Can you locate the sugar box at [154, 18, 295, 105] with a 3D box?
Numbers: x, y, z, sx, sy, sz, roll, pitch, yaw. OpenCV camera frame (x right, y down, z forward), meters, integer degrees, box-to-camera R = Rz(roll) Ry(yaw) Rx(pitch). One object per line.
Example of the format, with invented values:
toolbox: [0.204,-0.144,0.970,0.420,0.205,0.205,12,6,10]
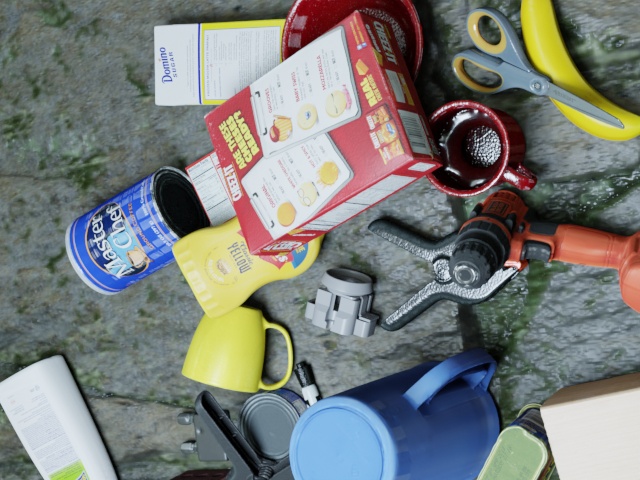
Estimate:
sugar box: [-0.104,-0.198,1.200,0.176,0.048,0.093,5,98,30]

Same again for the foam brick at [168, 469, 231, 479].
foam brick: [-0.136,0.303,1.266,0.078,0.052,0.051,-8,92,26]

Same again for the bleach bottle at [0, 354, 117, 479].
bleach bottle: [-0.319,0.277,1.351,0.103,0.068,0.251,-29,84,26]

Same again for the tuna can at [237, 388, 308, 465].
tuna can: [-0.051,0.213,1.223,0.086,0.033,0.086,3,97,26]

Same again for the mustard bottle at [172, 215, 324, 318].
mustard bottle: [-0.058,0.001,1.165,0.191,0.058,0.096,-28,93,-1]

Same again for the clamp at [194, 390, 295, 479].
clamp: [-0.053,0.262,1.189,0.165,0.036,0.210,8,125,17]

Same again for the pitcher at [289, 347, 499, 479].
pitcher: [0.079,0.185,1.038,0.145,0.242,0.149,-5,87,29]

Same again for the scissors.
scissors: [0.204,-0.169,1.019,0.202,0.016,0.096,20,125,44]

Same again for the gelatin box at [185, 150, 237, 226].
gelatin box: [-0.104,-0.062,1.223,0.073,0.030,0.089,-29,82,28]

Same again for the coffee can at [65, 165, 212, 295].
coffee can: [-0.211,-0.010,1.241,0.140,0.102,0.103,-27,83,26]

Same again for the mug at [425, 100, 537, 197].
mug: [0.164,-0.086,1.055,0.117,0.081,0.093,33,109,20]

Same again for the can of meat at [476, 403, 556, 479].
can of meat: [0.200,0.223,1.069,0.057,0.083,0.102,29,107,21]

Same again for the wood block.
wood block: [0.325,0.169,0.998,0.206,0.090,0.091,-17,88,27]

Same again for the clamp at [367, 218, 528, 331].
clamp: [0.126,0.021,1.112,0.172,0.039,0.120,-16,93,24]

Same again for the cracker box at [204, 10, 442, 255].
cracker box: [0.000,-0.101,1.068,0.214,0.071,0.164,-30,70,32]

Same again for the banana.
banana: [0.247,-0.163,1.033,0.070,0.037,0.198,-41,78,9]

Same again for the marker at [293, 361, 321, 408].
marker: [-0.003,0.195,1.205,0.020,0.020,0.121,-22,85,27]

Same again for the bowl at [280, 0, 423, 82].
bowl: [0.041,-0.201,1.120,0.162,0.055,0.162,3,97,26]

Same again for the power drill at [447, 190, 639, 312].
power drill: [0.221,0.013,0.992,0.188,0.184,0.057,15,117,16]
